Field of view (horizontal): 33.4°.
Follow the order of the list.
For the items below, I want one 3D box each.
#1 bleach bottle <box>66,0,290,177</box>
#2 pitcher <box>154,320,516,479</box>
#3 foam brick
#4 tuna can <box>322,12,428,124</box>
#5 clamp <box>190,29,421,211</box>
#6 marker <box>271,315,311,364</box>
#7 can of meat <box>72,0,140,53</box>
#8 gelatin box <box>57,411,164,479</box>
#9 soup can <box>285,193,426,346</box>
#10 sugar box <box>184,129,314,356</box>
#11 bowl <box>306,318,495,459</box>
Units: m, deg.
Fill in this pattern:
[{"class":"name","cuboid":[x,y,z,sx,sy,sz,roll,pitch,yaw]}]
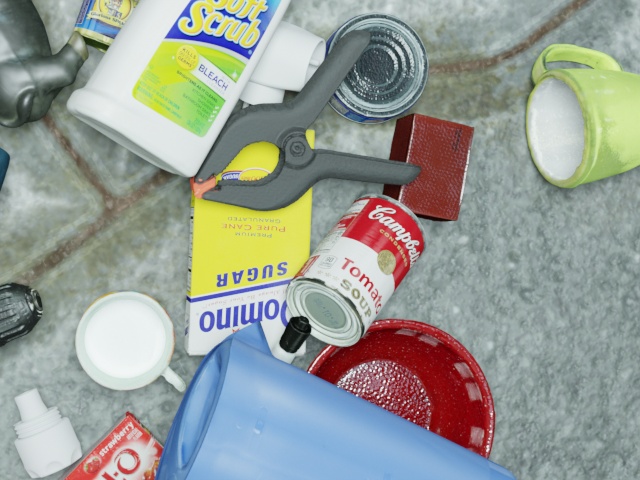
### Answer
[{"class":"bleach bottle","cuboid":[-0.074,-0.176,0.756,0.102,0.068,0.251,32,82,-35]},{"class":"pitcher","cuboid":[0.010,0.178,0.738,0.242,0.145,0.149,24,115,-12]},{"class":"foam brick","cuboid":[0.084,-0.056,0.848,0.053,0.051,0.078,12,88,-12]},{"class":"tuna can","cuboid":[0.042,-0.137,0.850,0.086,0.034,0.086,0,89,-11]},{"class":"clamp","cuboid":[-0.017,-0.081,0.783,0.171,0.039,0.120,-16,98,-10]},{"class":"marker","cuboid":[-0.038,0.103,0.807,0.020,0.020,0.121,25,120,-10]},{"class":"can of meat","cuboid":[-0.128,-0.176,0.806,0.102,0.057,0.084,19,88,-11]},{"class":"gelatin box","cuboid":[-0.152,0.187,0.812,0.089,0.030,0.073,-44,97,-8]},{"class":"soup can","cuboid":[0.027,0.022,0.805,0.068,0.069,0.102,45,54,-8]},{"class":"sugar box","cuboid":[-0.055,0.001,0.824,0.093,0.048,0.176,2,88,-11]},{"class":"bowl","cuboid":[0.052,0.140,0.838,0.162,0.055,0.162,0,90,-11]}]
